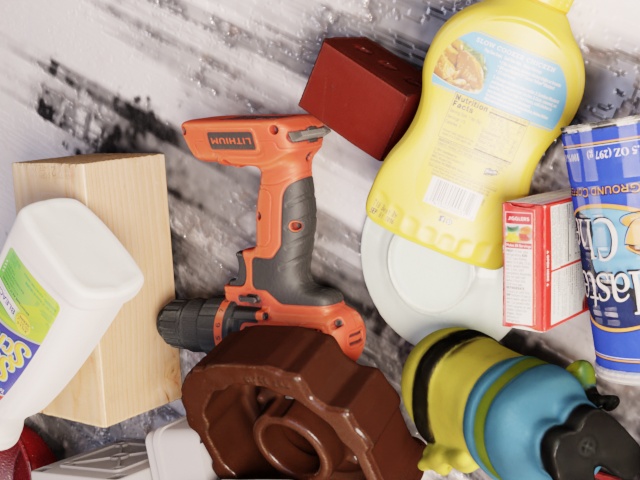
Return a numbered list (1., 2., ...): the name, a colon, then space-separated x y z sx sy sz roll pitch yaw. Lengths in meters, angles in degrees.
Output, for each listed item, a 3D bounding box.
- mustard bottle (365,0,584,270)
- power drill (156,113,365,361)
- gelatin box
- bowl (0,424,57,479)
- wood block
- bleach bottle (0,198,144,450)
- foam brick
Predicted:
1. mustard bottle: 0.104 -0.085 0.646 0.096 0.058 0.192 23 105 3
2. power drill: -0.055 0.001 0.795 0.185 0.057 0.188 1 103 32
3. gelatin box: 0.139 0.009 0.633 0.030 0.089 0.073 6 102 37
4. bowl: -0.289 0.235 1.001 0.162 0.055 0.162 0 89 44
5. wood block: -0.181 0.035 0.871 0.090 0.090 0.206 4 102 36
6. bleach bottle: -0.227 0.088 0.820 0.103 0.067 0.251 48 125 20
7. foam brick: 0.035 -0.095 0.711 0.078 0.052 0.051 37 118 24
